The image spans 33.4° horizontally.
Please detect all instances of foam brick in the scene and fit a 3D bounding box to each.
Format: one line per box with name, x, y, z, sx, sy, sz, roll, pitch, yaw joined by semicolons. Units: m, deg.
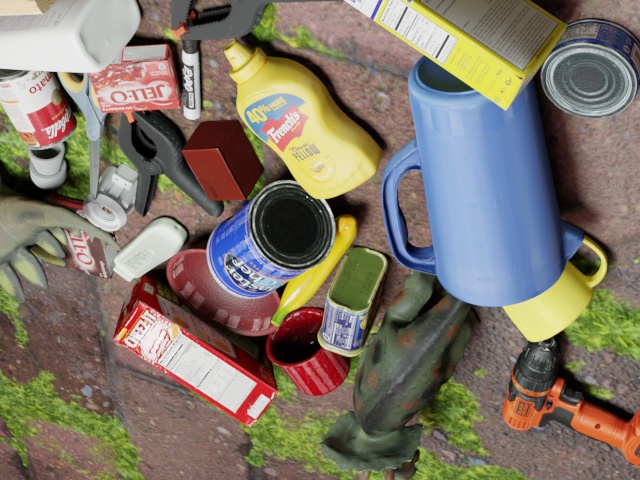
foam brick;-0.108;-0.089;1.189;0.053;0.051;0.078;1;136;31

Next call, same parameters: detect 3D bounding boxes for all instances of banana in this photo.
banana;0.002;0.025;1.244;0.037;0.069;0.198;25;131;-10

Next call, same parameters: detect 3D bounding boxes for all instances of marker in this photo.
marker;-0.136;-0.177;1.128;0.020;0.020;0.121;19;142;10

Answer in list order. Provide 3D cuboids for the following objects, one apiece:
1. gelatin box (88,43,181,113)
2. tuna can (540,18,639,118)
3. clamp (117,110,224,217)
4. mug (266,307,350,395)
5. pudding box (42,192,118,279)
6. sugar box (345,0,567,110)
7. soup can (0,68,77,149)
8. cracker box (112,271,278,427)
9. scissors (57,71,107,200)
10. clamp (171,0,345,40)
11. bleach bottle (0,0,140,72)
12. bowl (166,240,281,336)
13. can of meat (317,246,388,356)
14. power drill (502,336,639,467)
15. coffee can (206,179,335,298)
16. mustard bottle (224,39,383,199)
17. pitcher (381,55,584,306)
gelatin box;-0.197;-0.171;1.133;0.089;0.030;0.073;-2;144;3
tuna can;0.236;-0.148;0.929;0.086;0.033;0.086;16;142;13
clamp;-0.196;-0.089;1.249;0.120;0.039;0.171;-10;124;26
mug;-0.018;0.143;1.388;0.117;0.093;0.081;34;162;47
pudding box;-0.321;-0.005;1.423;0.090;0.039;0.113;14;141;16
sugar box;0.107;-0.192;0.883;0.176;0.093;0.048;34;141;8
soup can;-0.329;-0.164;1.218;0.069;0.068;0.102;6;138;24
cracker box;-0.163;0.142;1.405;0.213;0.072;0.164;35;-174;-12
scissors;-0.272;-0.141;1.221;0.096;0.016;0.202;33;130;5
clamp;-0.084;-0.253;0.993;0.210;0.036;0.164;-19;124;44
bleach bottle;-0.315;-0.226;1.126;0.251;0.102;0.068;7;143;33
bowl;-0.111;0.049;1.349;0.162;0.055;0.162;16;142;13
can of meat;0.039;0.069;1.247;0.057;0.102;0.084;19;140;9
power drill;0.315;0.189;1.262;0.188;0.057;0.184;20;146;13
coffee can;-0.058;0.001;1.201;0.102;0.102;0.141;36;154;-12
mustard bottle;-0.028;-0.129;1.089;0.096;0.058;0.191;-20;123;42
pitcher;0.145;-0.063;1.006;0.145;0.149;0.243;32;150;44
